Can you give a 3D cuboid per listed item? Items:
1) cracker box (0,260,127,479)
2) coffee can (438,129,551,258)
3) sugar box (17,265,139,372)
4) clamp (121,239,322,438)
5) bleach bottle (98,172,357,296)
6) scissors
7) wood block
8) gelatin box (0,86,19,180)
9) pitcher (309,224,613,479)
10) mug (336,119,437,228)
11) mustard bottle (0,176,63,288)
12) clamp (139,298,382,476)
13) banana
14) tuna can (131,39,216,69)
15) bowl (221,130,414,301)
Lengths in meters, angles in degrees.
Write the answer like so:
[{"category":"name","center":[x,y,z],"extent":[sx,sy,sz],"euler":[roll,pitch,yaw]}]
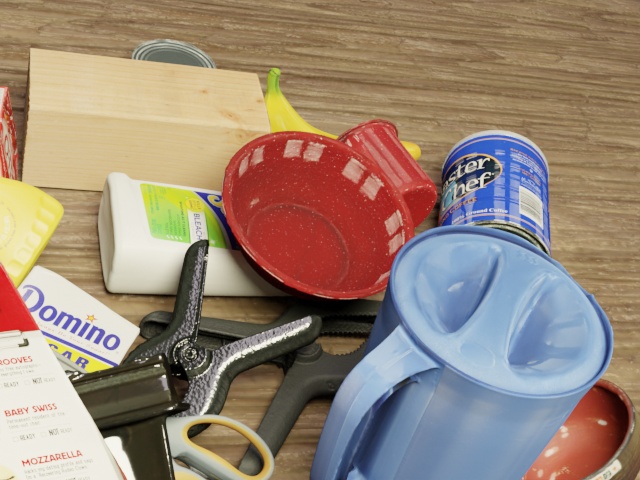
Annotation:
[{"category":"cracker box","center":[-0.221,0.119,0.609],"extent":[0.163,0.072,0.214],"euler":[-14,57,-41]},{"category":"coffee can","center":[0.159,-0.020,0.977],"extent":[0.103,0.103,0.140],"euler":[16,40,-3]},{"category":"sugar box","center":[-0.202,0.102,0.731],"extent":[0.093,0.048,0.176],"euler":[34,42,-8]},{"category":"clamp","center":[-0.096,0.078,0.772],"extent":[0.171,0.039,0.120],"euler":[-40,63,-22]},{"category":"bleach bottle","center":[-0.056,0.001,0.904],"extent":[0.250,0.068,0.102],"euler":[3,44,-21]},{"category":"scissors","center":[-0.131,0.136,0.712],"extent":[0.201,0.016,0.096],"euler":[21,72,-7]},{"category":"wood block","center":[-0.159,-0.102,0.957],"extent":[0.205,0.091,0.090],"euler":[3,42,-17]},{"category":"gelatin box","center":[-0.269,-0.070,0.879],"extent":[0.030,0.089,0.073],"euler":[0,43,-7]},{"category":"pitcher","center":[0.067,0.121,0.673],"extent":[0.149,0.243,0.145],"euler":[15,40,-5]},{"category":"mug","center":[0.051,-0.056,0.973],"extent":[0.093,0.117,0.081],"euler":[-34,61,-2]},{"category":"mustard bottle","center":[-0.298,-0.034,0.801],"extent":[0.191,0.058,0.096],"euler":[32,71,-11]},{"category":"clamp","center":[-0.016,0.099,0.826],"extent":[0.209,0.036,0.165],"euler":[-11,50,-26]},{"category":"banana","center":[0.011,-0.095,1.022],"extent":[0.197,0.070,0.037],"euler":[22,33,-38]},{"category":"tuna can","center":[-0.150,-0.165,1.075],"extent":[0.086,0.034,0.086],"euler":[11,41,-10]},{"category":"bowl","center":[-0.009,-0.009,0.851],"extent":[0.162,0.055,0.162],"euler":[13,51,-16]}]
